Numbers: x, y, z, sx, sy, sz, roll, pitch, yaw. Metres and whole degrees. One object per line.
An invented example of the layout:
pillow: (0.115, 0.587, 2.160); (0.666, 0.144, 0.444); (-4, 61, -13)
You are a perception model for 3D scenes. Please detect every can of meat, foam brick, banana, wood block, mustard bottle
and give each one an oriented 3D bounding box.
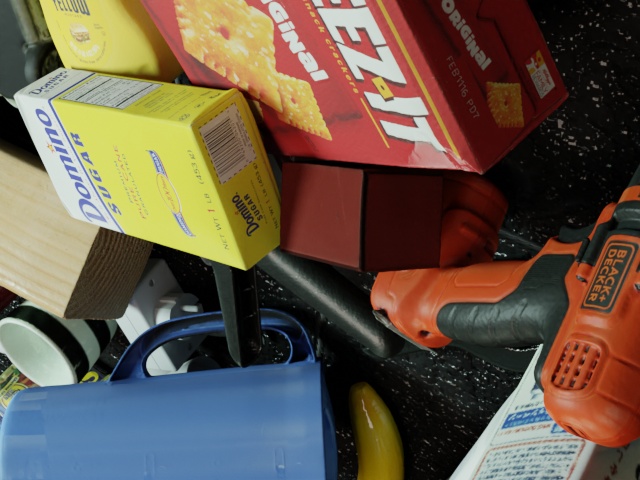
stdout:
can of meat: (-0.256, 0.149, 1.016); (0.084, 0.102, 0.057); (31, 143, 13)
foam brick: (0.020, -0.014, 0.560); (0.078, 0.052, 0.051); (13, 103, 56)
banana: (0.036, 0.187, 0.865); (0.070, 0.037, 0.198); (28, 141, 12)
wood block: (-0.237, -0.023, 0.809); (0.206, 0.090, 0.090); (25, -177, 18)
mustard bottle: (-0.141, -0.181, 0.622); (0.096, 0.058, 0.191); (17, 137, 37)

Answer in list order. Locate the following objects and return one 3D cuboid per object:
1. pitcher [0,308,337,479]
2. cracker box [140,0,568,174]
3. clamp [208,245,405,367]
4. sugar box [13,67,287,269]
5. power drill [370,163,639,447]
pitcher: (-0.109, 0.148, 0.798); (0.243, 0.149, 0.145); (-3, 133, 1)
cracker box: (-0.007, -0.118, 0.517); (0.214, 0.072, 0.164); (12, 140, 55)
clamp: (-0.054, 0.001, 0.685); (0.165, 0.036, 0.210); (-23, 107, 51)
sugar box: (-0.102, -0.046, 0.619); (0.177, 0.048, 0.093); (11, 131, 42)
power drill: (0.117, -0.001, 0.534); (0.057, 0.184, 0.188); (34, 166, -28)
